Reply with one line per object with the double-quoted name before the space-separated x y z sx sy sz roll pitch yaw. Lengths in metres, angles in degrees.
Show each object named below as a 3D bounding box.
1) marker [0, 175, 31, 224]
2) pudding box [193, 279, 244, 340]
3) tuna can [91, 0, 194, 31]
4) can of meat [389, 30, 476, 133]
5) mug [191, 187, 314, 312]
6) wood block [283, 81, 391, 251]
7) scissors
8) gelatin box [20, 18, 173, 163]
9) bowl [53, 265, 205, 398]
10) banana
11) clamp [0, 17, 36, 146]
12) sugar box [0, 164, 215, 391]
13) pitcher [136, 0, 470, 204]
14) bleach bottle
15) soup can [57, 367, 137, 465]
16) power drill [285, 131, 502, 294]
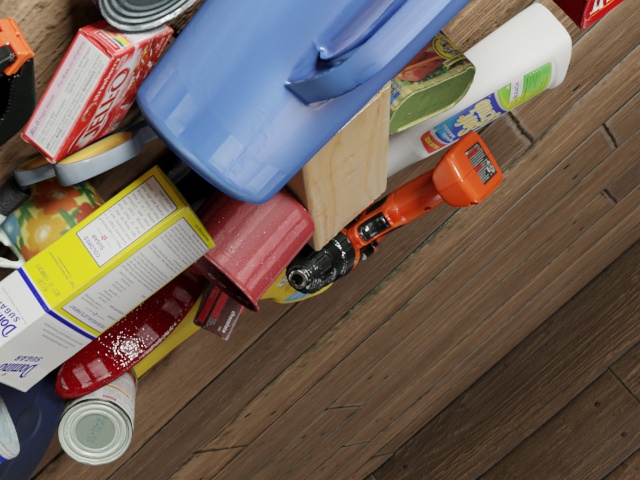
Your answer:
"marker" -0.240 0.000 0.725 0.121 0.020 0.020 -43 161 11
"pudding box" -0.074 0.028 0.962 0.090 0.039 0.113 -61 -172 14
"tuna can" -0.097 -0.162 0.602 0.086 0.034 0.086 -34 160 -14
"can of meat" 0.065 -0.141 0.870 0.101 0.084 0.057 -27 157 -32
"mug" -0.056 0.001 0.843 0.081 0.093 0.117 -50 150 -12
"wood block" -0.006 -0.080 0.841 0.090 0.091 0.206 -42 165 -11
"scissors" -0.135 -0.073 0.741 0.096 0.016 0.201 -9 -163 23
"gelatin box" -0.136 -0.095 0.653 0.089 0.030 0.073 -52 177 31
"bowl" -0.176 0.060 0.910 0.162 0.055 0.162 -41 166 -13
"banana" -0.152 0.094 1.072 0.197 0.037 0.069 -37 160 -7
"clamp" -0.223 -0.055 0.607 0.120 0.039 0.172 -20 154 -51
"sugar box" -0.161 0.029 0.735 0.176 0.048 0.093 -35 161 -4
"pitcher" 0.005 -0.137 0.642 0.243 0.145 0.149 -48 166 9
"bleach bottle" 0.126 -0.130 1.046 0.250 0.068 0.102 -34 162 -8
"soup can" -0.205 0.155 0.990 0.068 0.068 0.102 -42 -161 7
"power drill" 0.066 -0.024 0.988 0.188 0.057 0.184 -29 -173 30
